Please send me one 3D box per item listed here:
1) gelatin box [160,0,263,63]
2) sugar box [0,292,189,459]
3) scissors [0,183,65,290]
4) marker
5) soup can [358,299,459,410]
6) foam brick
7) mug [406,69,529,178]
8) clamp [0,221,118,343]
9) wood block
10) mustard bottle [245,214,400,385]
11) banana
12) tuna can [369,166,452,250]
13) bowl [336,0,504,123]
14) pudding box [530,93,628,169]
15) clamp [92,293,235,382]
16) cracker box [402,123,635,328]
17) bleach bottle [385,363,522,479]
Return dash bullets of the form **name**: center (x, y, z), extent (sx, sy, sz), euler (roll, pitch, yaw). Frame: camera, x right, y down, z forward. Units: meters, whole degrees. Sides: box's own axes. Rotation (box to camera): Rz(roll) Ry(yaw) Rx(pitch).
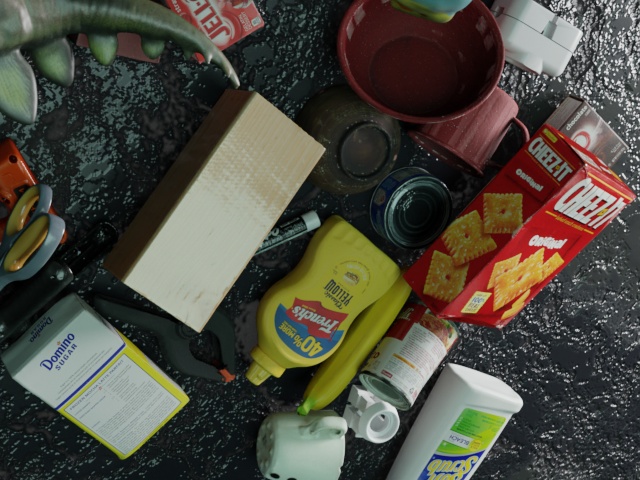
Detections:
- **gelatin box**: center (-0.103, -0.218, 0.973), extent (0.073, 0.030, 0.089), euler (-32, 119, -10)
- **sugar box**: center (-0.215, 0.134, 1.036), extent (0.093, 0.048, 0.176), euler (-43, 130, -5)
- **scissors**: center (-0.282, 0.023, 0.920), extent (0.016, 0.096, 0.202), euler (27, 132, -37)
- **marker**: center (-0.057, 0.001, 1.088), extent (0.121, 0.020, 0.020), euler (-25, 118, -14)
- **soup can**: center (0.096, 0.125, 1.162), extent (0.102, 0.069, 0.068), euler (-53, 123, -20)
- **foam brick**: center (-0.178, -0.192, 0.936), extent (0.078, 0.053, 0.051), euler (9, 106, -28)
- **mug**: center (0.158, -0.116, 1.090), extent (0.081, 0.117, 0.093), euler (-58, 159, -1)
- **clamp**: center (-0.272, 0.061, 0.971), extent (0.210, 0.164, 0.036), euler (-39, 96, 18)
- **wood block**: center (-0.100, -0.031, 0.993), extent (0.090, 0.090, 0.206), euler (37, 83, -25)
- **mustard bottle**: center (-0.011, 0.073, 1.114), extent (0.096, 0.058, 0.191), euler (40, 91, -24)
- **banana**: center (0.041, 0.112, 1.151), extent (0.037, 0.070, 0.197), euler (37, 82, -4)
- **tuna can**: center (0.097, -0.033, 1.136), extent (0.086, 0.034, 0.086), euler (-9, 113, -22)
- **bowl**: center (0.094, -0.175, 1.038), extent (0.162, 0.055, 0.162), euler (1, 69, -3)
- **pudding box**: center (0.275, -0.092, 1.192), extent (0.090, 0.039, 0.113), euler (38, 92, -31)
- **clamp**: center (-0.147, 0.082, 1.068), extent (0.120, 0.039, 0.171), euler (-28, 114, -9)
- **cracker box**: center (0.210, -0.005, 1.113), extent (0.214, 0.072, 0.164), euler (-47, 150, 17)
- **bleach bottle**: center (0.134, 0.272, 1.259), extent (0.102, 0.068, 0.251), euler (21, 102, -29)
